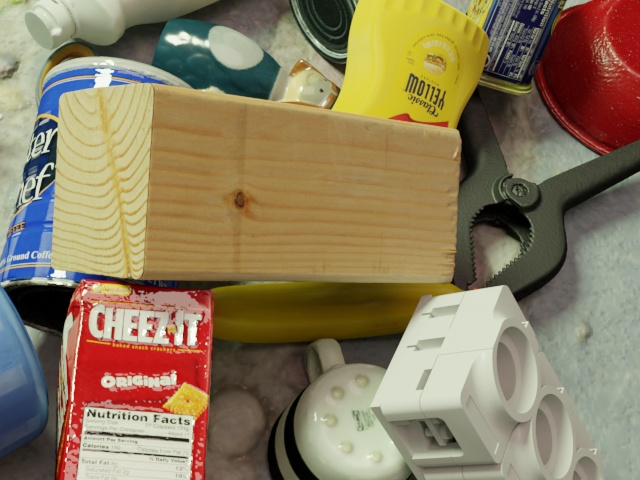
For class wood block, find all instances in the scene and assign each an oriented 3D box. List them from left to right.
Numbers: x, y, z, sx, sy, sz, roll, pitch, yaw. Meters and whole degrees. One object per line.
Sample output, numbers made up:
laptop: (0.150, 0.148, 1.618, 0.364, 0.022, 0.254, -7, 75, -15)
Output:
wood block: (-0.027, -0.025, 0.570, 0.205, 0.090, 0.091, 3, 90, -41)

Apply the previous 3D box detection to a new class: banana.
banana: (0.007, 0.040, 0.658, 0.197, 0.070, 0.037, -4, 72, -16)

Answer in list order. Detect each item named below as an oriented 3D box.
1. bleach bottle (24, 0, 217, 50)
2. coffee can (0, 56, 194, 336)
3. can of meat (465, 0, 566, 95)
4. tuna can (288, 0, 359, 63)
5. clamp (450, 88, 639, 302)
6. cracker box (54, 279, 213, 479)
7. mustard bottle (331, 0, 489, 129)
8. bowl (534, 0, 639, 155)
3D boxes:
bleach bottle: (-0.098, -0.203, 0.761, 0.103, 0.068, 0.250, 40, 58, 14)
coffee can: (-0.126, -0.021, 0.626, 0.102, 0.103, 0.140, 11, 67, -9)
can of meat: (0.140, -0.168, 0.777, 0.057, 0.084, 0.102, 16, 33, -6)
tuna can: (0.014, -0.171, 0.766, 0.033, 0.086, 0.086, -33, 74, -26)
clamp: (0.145, -0.027, 0.746, 0.164, 0.036, 0.210, 17, 59, 4)
cracker box: (-0.102, 0.149, 0.514, 0.072, 0.164, 0.213, 7, 61, -14)
mustard bottle: (0.046, -0.065, 0.710, 0.096, 0.058, 0.191, 22, 81, -32)
bowl: (0.250, -0.137, 0.827, 0.162, 0.055, 0.162, 7, 60, -12)
